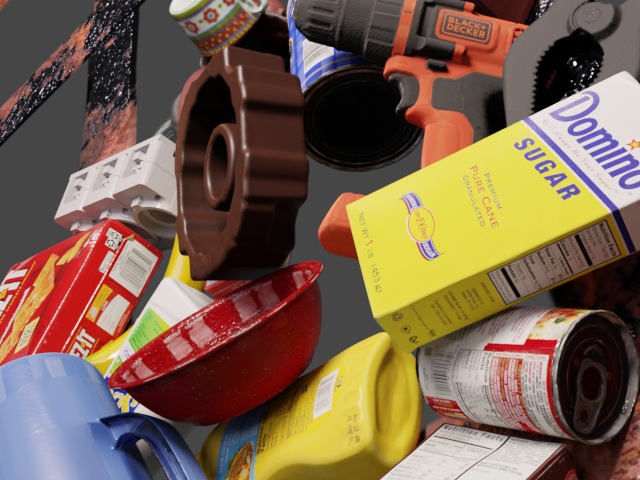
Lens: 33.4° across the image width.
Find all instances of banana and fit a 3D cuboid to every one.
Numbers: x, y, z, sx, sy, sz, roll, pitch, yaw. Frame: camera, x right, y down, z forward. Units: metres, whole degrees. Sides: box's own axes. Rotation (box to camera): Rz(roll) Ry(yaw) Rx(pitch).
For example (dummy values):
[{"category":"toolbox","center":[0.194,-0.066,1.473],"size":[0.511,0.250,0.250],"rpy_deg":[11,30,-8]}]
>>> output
[{"category":"banana","center":[-0.135,0.047,0.906],"size":[0.197,0.069,0.037],"rpy_deg":[-56,28,-15]}]

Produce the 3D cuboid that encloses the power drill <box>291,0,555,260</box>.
[{"category":"power drill","center":[0.055,-0.078,0.703],"size":[0.057,0.184,0.187],"rpy_deg":[91,-168,-70]}]

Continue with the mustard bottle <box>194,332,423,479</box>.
[{"category":"mustard bottle","center":[-0.023,0.134,0.695],"size":[0.192,0.058,0.096],"rpy_deg":[-30,30,33]}]

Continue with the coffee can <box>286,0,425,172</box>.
[{"category":"coffee can","center":[0.027,-0.138,0.832],"size":[0.103,0.102,0.140],"rpy_deg":[-35,38,28]}]

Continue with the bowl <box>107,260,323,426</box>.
[{"category":"bowl","center":[-0.058,0.076,0.709],"size":[0.162,0.055,0.162],"rpy_deg":[-28,9,4]}]

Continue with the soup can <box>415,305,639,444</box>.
[{"category":"soup can","center":[0.109,0.069,0.577],"size":[0.102,0.068,0.068],"rpy_deg":[-1,60,52]}]

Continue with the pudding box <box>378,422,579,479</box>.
[{"category":"pudding box","center":[0.066,0.142,0.549],"size":[0.113,0.039,0.090],"rpy_deg":[-31,17,-34]}]

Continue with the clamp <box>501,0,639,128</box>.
[{"category":"clamp","center":[0.168,-0.138,0.668],"size":[0.165,0.036,0.210],"rpy_deg":[32,84,37]}]

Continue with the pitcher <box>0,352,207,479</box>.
[{"category":"pitcher","center":[-0.155,0.185,0.708],"size":[0.149,0.145,0.243],"rpy_deg":[-17,46,-18]}]

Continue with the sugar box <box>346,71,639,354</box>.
[{"category":"sugar box","center":[0.106,-0.016,0.578],"size":[0.176,0.048,0.093],"rpy_deg":[-28,43,14]}]

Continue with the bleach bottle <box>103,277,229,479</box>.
[{"category":"bleach bottle","center":[-0.153,0.157,0.840],"size":[0.251,0.068,0.103],"rpy_deg":[-57,37,3]}]

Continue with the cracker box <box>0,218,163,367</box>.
[{"category":"cracker box","center":[-0.257,0.080,1.000],"size":[0.214,0.072,0.164],"rpy_deg":[-19,40,49]}]
